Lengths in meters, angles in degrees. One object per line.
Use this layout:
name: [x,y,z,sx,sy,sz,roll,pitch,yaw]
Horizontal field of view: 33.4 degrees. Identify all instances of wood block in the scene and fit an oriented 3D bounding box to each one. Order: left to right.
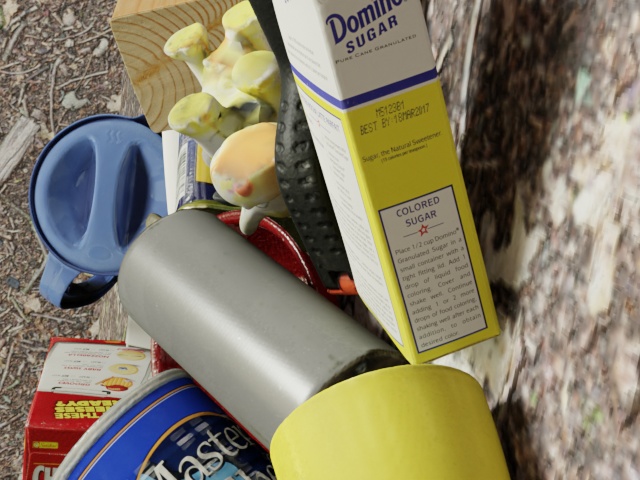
wood block: [-0.081,-0.178,0.776,0.206,0.091,0.090,-88,-15,-52]

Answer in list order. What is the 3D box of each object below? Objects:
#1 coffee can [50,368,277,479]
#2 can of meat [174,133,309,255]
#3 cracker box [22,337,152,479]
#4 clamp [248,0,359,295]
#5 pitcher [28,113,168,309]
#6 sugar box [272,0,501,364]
coffee can: [-0.059,0.151,0.561,0.140,0.102,0.103,41,141,16]
can of meat: [-0.046,-0.041,0.702,0.057,0.102,0.084,121,152,-60]
cracker box: [-0.158,0.149,0.904,0.214,0.164,0.072,-122,38,-74]
clamp: [0.003,-0.077,0.514,0.036,0.164,0.210,-1,92,35]
pitcher: [-0.169,-0.021,0.977,0.243,0.149,0.145,41,-144,-83]
sugar box: [0.022,-0.047,0.436,0.093,0.048,0.176,-126,20,-66]
